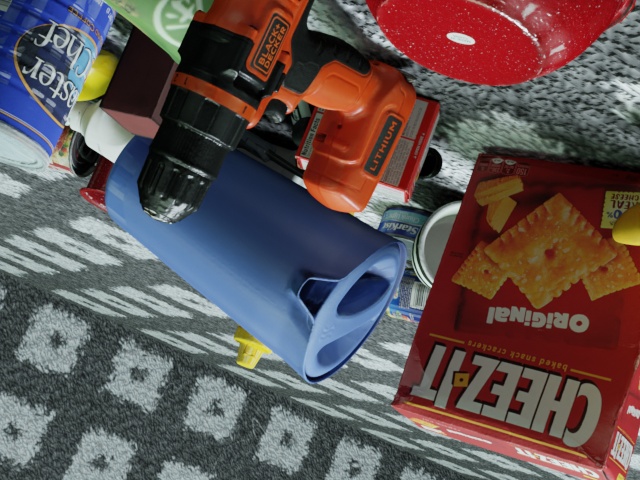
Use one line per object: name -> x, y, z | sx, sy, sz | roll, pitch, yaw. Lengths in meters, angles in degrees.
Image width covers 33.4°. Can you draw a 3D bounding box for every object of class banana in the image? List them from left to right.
banana -> -0.223, -0.150, 0.950 | 0.069, 0.037, 0.198 | 24, 169, -26

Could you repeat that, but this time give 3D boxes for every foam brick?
foam brick -> -0.127, -0.123, 0.837 | 0.051, 0.078, 0.053 | 14, 166, 26

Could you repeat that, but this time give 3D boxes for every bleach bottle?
bleach bottle -> -0.132, -0.084, 1.023 | 0.251, 0.068, 0.102 | 22, 158, 10

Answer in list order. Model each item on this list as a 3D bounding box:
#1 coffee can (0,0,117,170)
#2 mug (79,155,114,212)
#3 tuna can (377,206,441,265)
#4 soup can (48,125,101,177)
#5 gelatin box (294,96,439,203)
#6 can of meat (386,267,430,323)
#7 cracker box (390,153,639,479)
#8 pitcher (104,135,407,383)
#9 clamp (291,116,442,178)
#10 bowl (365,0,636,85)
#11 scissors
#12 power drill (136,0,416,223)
coffee can -> -0.222, -0.137, 0.791 | 0.103, 0.140, 0.103 | 20, 166, 5
mug -> -0.197, -0.067, 1.133 | 0.093, 0.081, 0.117 | 23, 166, -7
tuna can -> 0.097, -0.001, 1.053 | 0.086, 0.033, 0.086 | 20, 166, 5
soup can -> -0.286, -0.112, 1.125 | 0.102, 0.068, 0.068 | 17, 165, 17
gelatin box -> 0.035, -0.076, 0.783 | 0.089, 0.073, 0.030 | 18, 166, 11
can of meat -> 0.127, 0.060, 1.104 | 0.084, 0.057, 0.101 | 12, -173, 35
cracker box -> 0.164, 0.050, 0.777 | 0.164, 0.213, 0.072 | 12, 163, 32
pitcher -> -0.056, 0.001, 0.892 | 0.243, 0.144, 0.149 | 34, 139, 22
clamp -> 0.033, -0.065, 0.890 | 0.120, 0.039, 0.171 | 18, 176, -2
bowl -> 0.081, -0.128, 0.564 | 0.162, 0.055, 0.162 | 19, 165, 5
scissors -> -0.062, -0.089, 0.888 | 0.202, 0.016, 0.096 | 30, 167, 45
power drill -> -0.021, -0.078, 0.674 | 0.057, 0.184, 0.187 | 26, 180, 33
